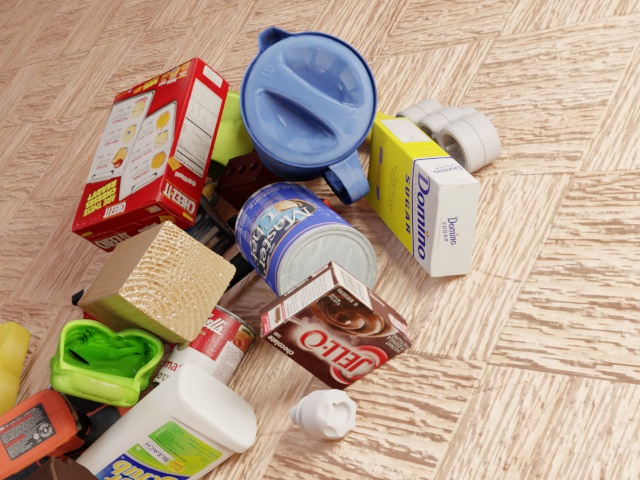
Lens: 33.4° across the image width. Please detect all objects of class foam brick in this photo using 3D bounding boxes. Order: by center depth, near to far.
[{"bbox_3d":[-0.079,-0.071,1.296,0.078,0.051,0.053,-11,47,45],"label":"foam brick"}]

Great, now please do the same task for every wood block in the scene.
[{"bbox_3d":[-0.178,0.051,1.133,0.090,0.090,0.206,-60,17,-18],"label":"wood block"}]

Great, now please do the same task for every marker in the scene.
[{"bbox_3d":[-0.293,0.055,1.447,0.121,0.020,0.020,-33,34,22],"label":"marker"}]

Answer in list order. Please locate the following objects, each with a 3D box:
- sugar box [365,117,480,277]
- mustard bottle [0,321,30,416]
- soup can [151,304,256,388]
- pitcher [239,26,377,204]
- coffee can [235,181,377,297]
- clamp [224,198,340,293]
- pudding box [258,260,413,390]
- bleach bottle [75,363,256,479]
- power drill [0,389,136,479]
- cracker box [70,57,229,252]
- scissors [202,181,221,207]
[{"bbox_3d":[0.093,-0.045,1.018,0.048,0.093,0.176,-4,26,-15],"label":"sugar box"},{"bbox_3d":[-0.441,0.201,1.426,0.096,0.058,0.191,-35,33,21],"label":"mustard bottle"},{"bbox_3d":[-0.121,0.124,1.113,0.069,0.068,0.102,7,61,54],"label":"soup can"},{"bbox_3d":[-0.012,-0.119,1.134,0.243,0.145,0.149,127,156,-85],"label":"pitcher"},{"bbox_3d":[-0.017,0.010,1.080,0.103,0.102,0.140,-47,31,1],"label":"coffee can"},{"bbox_3d":[-0.058,0.001,1.201,0.172,0.039,0.120,-18,43,39],"label":"clamp"},{"bbox_3d":[0.014,0.079,0.954,0.090,0.113,0.039,-36,35,19],"label":"pudding box"},{"bbox_3d":[-0.183,0.230,1.057,0.251,0.102,0.068,-42,22,22],"label":"bleach bottle"},{"bbox_3d":[-0.285,0.214,1.090,0.184,0.187,0.057,-34,75,-2],"label":"power drill"},{"bbox_3d":[-0.207,-0.104,1.322,0.164,0.072,0.213,-16,52,39],"label":"cracker box"},{"bbox_3d":[-0.209,-0.012,1.421,0.202,0.016,0.096,-42,34,7],"label":"scissors"}]
